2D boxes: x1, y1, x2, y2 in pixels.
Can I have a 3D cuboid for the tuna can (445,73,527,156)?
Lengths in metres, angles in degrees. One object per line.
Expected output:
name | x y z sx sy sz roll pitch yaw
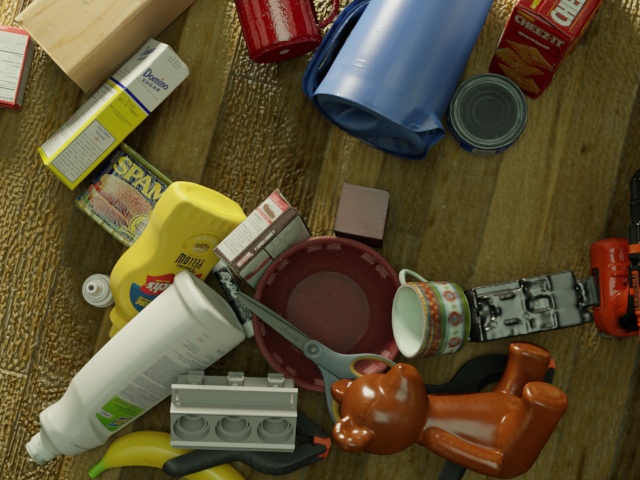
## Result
tuna can | 0.179 -0.136 1.148 0.086 0.034 0.086 0 84 2

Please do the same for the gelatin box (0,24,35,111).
gelatin box | -0.359 -0.192 1.173 0.073 0.030 0.089 10 84 1

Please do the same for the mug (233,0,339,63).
mug | -0.035 -0.242 1.137 0.117 0.093 0.081 -16 88 16

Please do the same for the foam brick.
foam brick | 0.044 -0.025 1.118 0.051 0.078 0.053 11 84 4

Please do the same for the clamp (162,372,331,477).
clamp | -0.075 0.192 1.110 0.171 0.039 0.120 5 60 -10

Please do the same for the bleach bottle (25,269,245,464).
bleach bottle | -0.201 0.141 1.089 0.251 0.102 0.068 -38 52 5

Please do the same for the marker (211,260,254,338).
marker | -0.099 0.048 1.143 0.020 0.020 0.121 -29 84 -2

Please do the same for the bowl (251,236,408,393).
bowl | 0.009 0.077 1.114 0.162 0.055 0.162 0 88 -2

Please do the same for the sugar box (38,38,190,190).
sugar box | -0.219 -0.136 1.130 0.176 0.093 0.048 -43 115 -4

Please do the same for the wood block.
wood block | -0.212 -0.264 1.146 0.206 0.091 0.090 -43 83 -3

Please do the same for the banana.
banana | -0.141 0.243 1.117 0.198 0.037 0.070 18 102 5

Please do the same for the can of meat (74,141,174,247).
can of meat | -0.198 -0.042 1.139 0.102 0.057 0.084 39 89 6

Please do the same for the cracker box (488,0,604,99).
cracker box | 0.249 -0.247 1.067 0.072 0.213 0.164 33 85 5

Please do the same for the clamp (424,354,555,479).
clamp | 0.144 0.169 1.100 0.209 0.036 0.165 -31 61 -15

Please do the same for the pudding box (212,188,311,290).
pudding box | -0.057 0.001 1.100 0.090 0.113 0.039 -45 79 -4

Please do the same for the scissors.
scissors | -0.008 0.131 1.073 0.201 0.016 0.096 21 83 -2

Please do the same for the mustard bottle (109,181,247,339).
mustard bottle | -0.162 0.032 1.105 0.192 0.096 0.058 -52 48 19

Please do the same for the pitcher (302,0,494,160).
pitcher | 0.093 -0.219 1.122 0.149 0.145 0.243 28 81 -8
